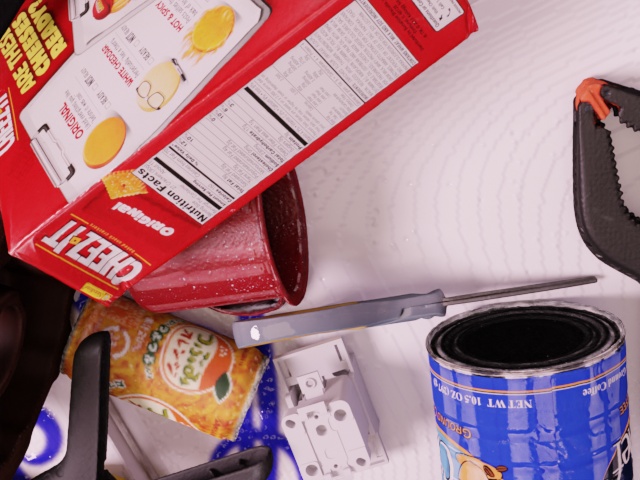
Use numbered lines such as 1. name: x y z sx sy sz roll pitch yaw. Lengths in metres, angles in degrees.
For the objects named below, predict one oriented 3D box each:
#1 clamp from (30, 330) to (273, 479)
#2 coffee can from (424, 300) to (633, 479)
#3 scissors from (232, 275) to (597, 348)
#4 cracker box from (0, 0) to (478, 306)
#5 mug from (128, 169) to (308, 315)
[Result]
1. clamp: -0.107 0.144 0.575 0.120 0.039 0.172 30 107 2
2. coffee can: 0.114 0.114 0.567 0.103 0.102 0.140 -6 105 7
3. scissors: 0.043 0.038 0.589 0.201 0.096 0.016 -7 86 -23
4. cracker box: -0.054 -0.096 0.493 0.214 0.164 0.072 -36 138 14
5. mug: -0.054 0.001 0.566 0.081 0.093 0.117 -8 140 12
